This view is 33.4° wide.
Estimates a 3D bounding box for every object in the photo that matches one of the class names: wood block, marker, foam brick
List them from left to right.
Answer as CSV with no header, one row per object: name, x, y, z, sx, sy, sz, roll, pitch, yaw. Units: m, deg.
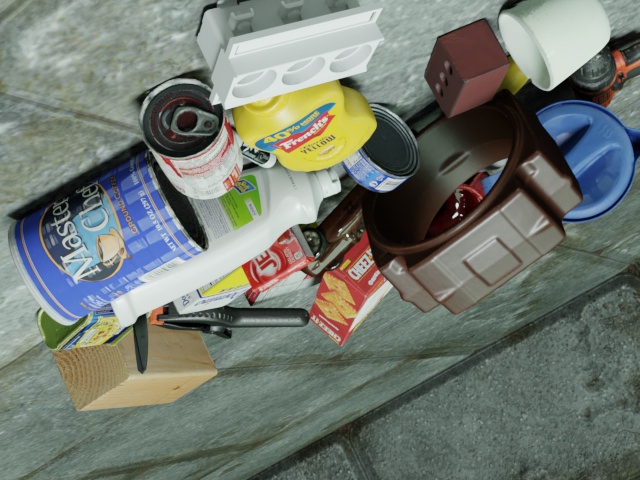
wood block,-0.234,0.156,1.369,0.091,0.090,0.205,-33,162,18
marker,-0.072,-0.088,0.986,0.020,0.020,0.121,-30,163,14
foam brick,0.139,-0.162,1.016,0.051,0.053,0.078,-23,163,-13

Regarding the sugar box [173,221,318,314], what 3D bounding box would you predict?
sugar box,-0.090,0.026,1.259,0.176,0.048,0.093,-38,163,31

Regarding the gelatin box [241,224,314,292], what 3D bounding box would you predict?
gelatin box,-0.058,0.002,1.158,0.073,0.089,0.030,-32,163,18

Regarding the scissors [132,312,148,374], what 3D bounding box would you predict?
scissors,-0.198,0.069,1.062,0.096,0.201,0.016,-9,124,12

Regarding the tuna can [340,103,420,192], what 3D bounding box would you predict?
tuna can,0.056,-0.091,1.053,0.085,0.086,0.034,-10,158,-45

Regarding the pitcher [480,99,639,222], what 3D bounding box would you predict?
pitcher,0.291,-0.092,1.265,0.145,0.149,0.242,-64,169,10

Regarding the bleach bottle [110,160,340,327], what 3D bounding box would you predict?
bleach bottle,-0.096,-0.010,1.039,0.250,0.102,0.068,-22,155,-11

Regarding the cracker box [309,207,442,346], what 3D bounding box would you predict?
cracker box,0.067,0.031,1.391,0.164,0.072,0.214,-47,171,-21

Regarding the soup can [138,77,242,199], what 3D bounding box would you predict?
soup can,-0.103,-0.080,0.870,0.068,0.068,0.102,-25,162,-3

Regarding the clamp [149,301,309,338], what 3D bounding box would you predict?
clamp,-0.142,0.104,1.393,0.209,0.036,0.165,8,163,-39

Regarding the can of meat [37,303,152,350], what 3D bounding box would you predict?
can of meat,-0.248,0.079,1.168,0.083,0.057,0.102,-4,153,-49

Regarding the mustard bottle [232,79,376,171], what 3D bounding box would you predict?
mustard bottle,-0.022,-0.111,0.920,0.096,0.058,0.191,-25,164,15

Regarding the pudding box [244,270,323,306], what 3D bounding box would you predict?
pudding box,-0.040,0.040,1.397,0.113,0.039,0.090,-16,161,-26

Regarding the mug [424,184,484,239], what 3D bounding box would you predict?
mug,0.135,-0.026,1.256,0.093,0.082,0.117,-9,117,-22

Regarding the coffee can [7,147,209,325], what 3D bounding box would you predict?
coffee can,-0.183,-0.003,0.929,0.140,0.103,0.102,-28,164,6
